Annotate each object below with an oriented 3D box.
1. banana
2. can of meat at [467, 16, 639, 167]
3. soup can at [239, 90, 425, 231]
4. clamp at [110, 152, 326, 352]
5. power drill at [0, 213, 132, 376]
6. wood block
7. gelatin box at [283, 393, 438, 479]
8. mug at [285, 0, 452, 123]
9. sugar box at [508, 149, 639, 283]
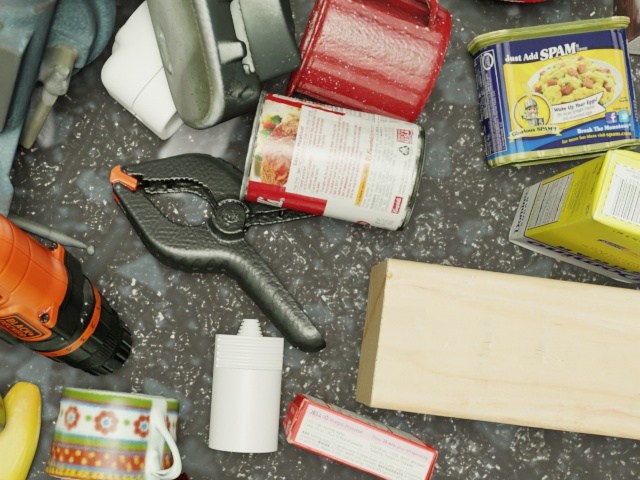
[{"bbox_3d":[-0.239,0.173,0.658,0.197,0.037,0.069,-39,89,-6],"label":"banana"},{"bbox_3d":[0.153,-0.095,0.695,0.102,0.057,0.084,-8,89,-4],"label":"can of meat"},{"bbox_3d":[0.007,-0.048,0.649,0.102,0.068,0.068,12,85,-4],"label":"soup can"},{"bbox_3d":[-0.054,0.001,0.676,0.171,0.039,0.120,11,63,0],"label":"clamp"},{"bbox_3d":[-0.221,0.042,0.624,0.188,0.184,0.057,-7,62,13],"label":"power drill"},{"bbox_3d":[0.133,0.070,0.664,0.206,0.091,0.090,8,84,-3],"label":"wood block"},{"bbox_3d":[0.022,0.124,0.661,0.089,0.073,0.030,21,84,-2],"label":"gelatin box"},{"bbox_3d":[0.035,-0.127,0.664,0.081,0.117,0.093,19,53,-7],"label":"mug"},{"bbox_3d":[0.179,-0.008,0.629,0.093,0.176,0.048,19,83,-2],"label":"sugar box"}]
